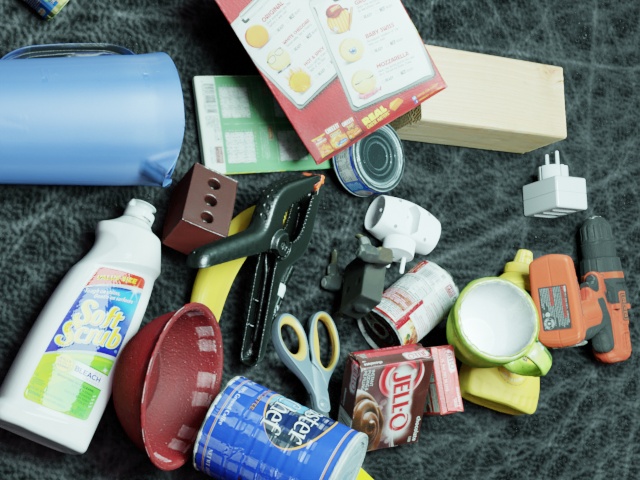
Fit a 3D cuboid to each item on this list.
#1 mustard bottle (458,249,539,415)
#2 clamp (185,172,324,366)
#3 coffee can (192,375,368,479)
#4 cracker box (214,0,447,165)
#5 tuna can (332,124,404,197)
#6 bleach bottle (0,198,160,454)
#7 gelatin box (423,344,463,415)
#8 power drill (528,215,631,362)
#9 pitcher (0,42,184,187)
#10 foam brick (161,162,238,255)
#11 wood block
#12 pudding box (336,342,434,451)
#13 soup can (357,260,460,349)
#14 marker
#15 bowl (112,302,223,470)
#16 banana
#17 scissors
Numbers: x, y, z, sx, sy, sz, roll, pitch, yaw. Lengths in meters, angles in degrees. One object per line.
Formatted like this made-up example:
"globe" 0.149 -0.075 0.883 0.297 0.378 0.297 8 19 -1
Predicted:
"mustard bottle" 0.223 0.102 1.255 0.096 0.058 0.191 20 71 -18
"clamp" -0.057 0.001 1.083 0.209 0.036 0.164 -63 146 -26
"coffee can" -0.038 0.206 1.037 0.140 0.103 0.102 23 66 16
"cracker box" 0.010 -0.213 1.118 0.164 0.072 0.213 -31 110 5
"tuna can" 0.055 -0.093 1.205 0.085 0.034 0.086 7 80 -42
"bleach bottle" -0.224 0.071 1.024 0.102 0.068 0.250 29 67 -22
"gelatin box" 0.123 0.154 1.174 0.030 0.089 0.073 -6 83 -19
"power drill" 0.315 0.057 1.275 0.187 0.057 0.184 4 76 -53
"pitcher" -0.261 -0.120 1.012 0.242 0.149 0.145 -3 97 -25
"foam brick" -0.123 -0.029 1.088 0.053 0.051 0.078 24 50 -22
"wood block" 0.180 -0.164 1.264 0.205 0.090 0.091 3 79 -28
"pudding box" 0.067 0.168 1.140 0.089 0.039 0.113 -5 120 -25
"soup can" 0.099 0.076 1.189 0.102 0.069 0.068 -37 98 -28
"marker" -0.055 0.075 1.136 0.020 0.020 0.121 29 69 -20
"bowl" -0.152 0.136 1.025 0.162 0.055 0.162 8 90 -70
"banana" -0.085 0.020 1.120 0.069 0.037 0.197 47 63 -12
"scissors" -0.015 0.159 1.106 0.096 0.016 0.201 26 51 -30
